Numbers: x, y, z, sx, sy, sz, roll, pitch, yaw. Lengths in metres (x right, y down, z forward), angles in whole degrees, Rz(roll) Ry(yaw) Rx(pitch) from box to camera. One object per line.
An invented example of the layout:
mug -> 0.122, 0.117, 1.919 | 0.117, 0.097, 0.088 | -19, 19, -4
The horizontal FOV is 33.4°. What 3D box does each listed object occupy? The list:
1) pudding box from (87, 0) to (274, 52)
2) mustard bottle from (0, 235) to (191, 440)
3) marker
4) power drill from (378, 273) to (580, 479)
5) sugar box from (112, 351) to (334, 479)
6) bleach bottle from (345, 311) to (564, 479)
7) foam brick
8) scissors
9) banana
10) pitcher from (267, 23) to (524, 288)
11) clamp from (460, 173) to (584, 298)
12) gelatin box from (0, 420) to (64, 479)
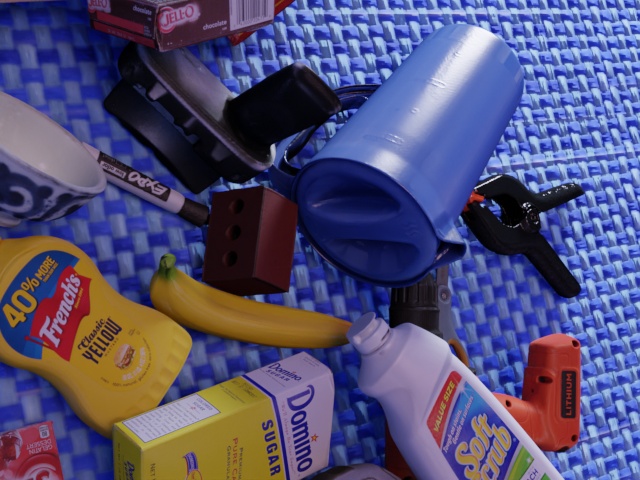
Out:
pudding box -> -0.103, -0.176, 0.795 | 0.113, 0.090, 0.039 | -22, 124, -40
mustard bottle -> -0.190, 0.053, 0.763 | 0.191, 0.058, 0.096 | 41, 66, -17
marker -> -0.139, -0.042, 0.842 | 0.121, 0.020, 0.020 | 28, 65, -24
power drill -> 0.138, 0.117, 0.933 | 0.187, 0.057, 0.184 | 3, 88, -24
sugar box -> -0.068, 0.154, 0.795 | 0.175, 0.048, 0.093 | -16, 121, -35
bleach bottle -> 0.105, 0.162, 0.851 | 0.102, 0.068, 0.250 | -46, 105, -19
foam brick -> -0.056, 0.001, 0.856 | 0.051, 0.053, 0.078 | 29, 61, -52
scissors -> 0.095, 0.059, 0.969 | 0.096, 0.016, 0.202 | -1, 79, -33
banana -> -0.062, 0.058, 0.838 | 0.197, 0.070, 0.037 | 22, 68, -37
pitcher -> 0.077, -0.088, 0.927 | 0.149, 0.145, 0.242 | 51, 49, -18
clamp -> 0.201, -0.026, 1.045 | 0.171, 0.039, 0.120 | 29, 58, -31
gelatin box -> -0.221, 0.169, 0.732 | 0.089, 0.030, 0.073 | -9, 84, -33
